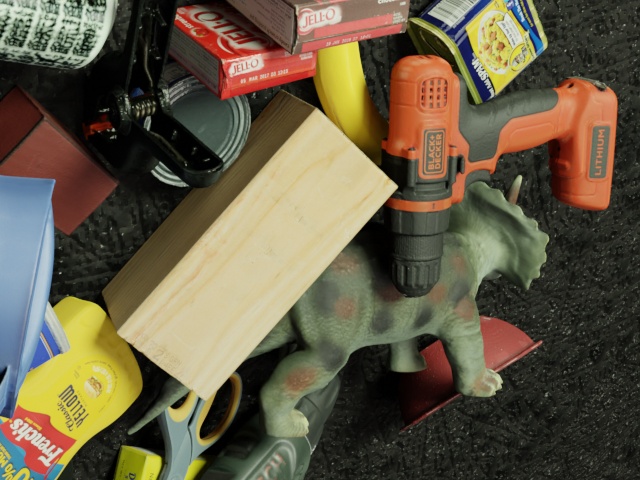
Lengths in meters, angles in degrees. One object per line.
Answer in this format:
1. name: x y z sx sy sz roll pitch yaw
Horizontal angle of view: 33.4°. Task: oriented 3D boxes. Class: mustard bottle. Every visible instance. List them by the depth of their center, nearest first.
1. mustard bottle: -0.211 0.133 0.745 0.191 0.058 0.096 -47 134 -34

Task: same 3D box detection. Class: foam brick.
1. foam brick: -0.179 -0.051 0.690 0.051 0.053 0.078 -46 138 -2

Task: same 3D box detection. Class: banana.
1. banana: 0.030 -0.115 0.827 0.069 0.037 0.197 -57 141 -16

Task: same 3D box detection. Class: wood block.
1. wood block: -0.055 0.001 0.783 0.090 0.091 0.206 42 90 -24

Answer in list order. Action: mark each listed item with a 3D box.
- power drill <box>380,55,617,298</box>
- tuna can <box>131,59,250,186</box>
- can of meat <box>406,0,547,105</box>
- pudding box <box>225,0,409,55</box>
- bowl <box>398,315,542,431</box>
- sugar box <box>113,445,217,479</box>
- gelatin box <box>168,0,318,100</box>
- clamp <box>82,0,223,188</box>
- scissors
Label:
1. power drill: 0.135 -0.052 0.822 0.187 0.057 0.184 -7 110 -23
2. tuna can: -0.094 -0.083 0.749 0.086 0.034 0.086 -21 131 -26
3. can of meat: 0.127 -0.163 0.852 0.084 0.058 0.102 -44 137 -7
4. pudding box: -0.008 -0.166 0.699 0.089 0.114 0.039 -17 130 -30
5. bowl: 0.132 0.119 1.031 0.162 0.055 0.162 -31 170 -7
6. sugar box: -0.105 0.237 0.943 0.175 0.048 0.093 17 84 -43
7. gelatin box: -0.055 -0.130 0.705 0.073 0.089 0.030 -18 130 -28
8. clamp: -0.106 -0.074 0.653 0.039 0.172 0.120 -9 81 -25
9. scissors: -0.129 0.180 0.869 0.096 0.016 0.201 53 56 -34
